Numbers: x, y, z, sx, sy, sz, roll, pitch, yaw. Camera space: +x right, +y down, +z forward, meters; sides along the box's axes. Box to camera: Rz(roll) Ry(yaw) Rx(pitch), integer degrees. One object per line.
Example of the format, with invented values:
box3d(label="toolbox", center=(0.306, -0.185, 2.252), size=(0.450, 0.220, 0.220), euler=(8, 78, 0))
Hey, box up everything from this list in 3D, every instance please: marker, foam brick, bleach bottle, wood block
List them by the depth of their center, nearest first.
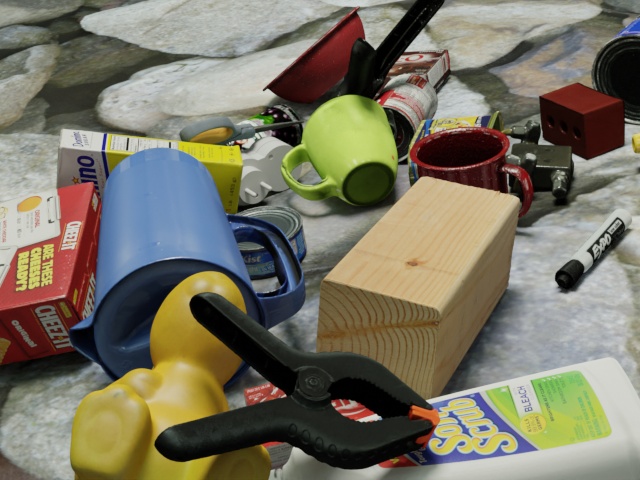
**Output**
box3d(label="bleach bottle", center=(0.082, 0.146, 0.688), size=(0.251, 0.068, 0.102), euler=(-13, 32, 3))
box3d(label="wood block", center=(0.080, 0.033, 0.827), size=(0.091, 0.090, 0.205), euler=(14, 29, 21))
box3d(label="marker", center=(0.237, 0.007, 0.928), size=(0.020, 0.020, 0.120), euler=(14, 37, 37))
box3d(label="foam brick", center=(0.276, -0.127, 1.125), size=(0.051, 0.053, 0.078), euler=(-21, 29, -18))

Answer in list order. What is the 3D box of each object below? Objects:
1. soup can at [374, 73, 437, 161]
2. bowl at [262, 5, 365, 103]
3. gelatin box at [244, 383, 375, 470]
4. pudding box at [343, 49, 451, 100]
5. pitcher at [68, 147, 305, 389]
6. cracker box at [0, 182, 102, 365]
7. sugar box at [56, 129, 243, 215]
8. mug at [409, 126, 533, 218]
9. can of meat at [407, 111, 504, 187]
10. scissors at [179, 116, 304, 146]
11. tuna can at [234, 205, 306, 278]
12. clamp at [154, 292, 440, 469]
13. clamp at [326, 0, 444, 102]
box3d(label="soup can", center=(0.088, -0.138, 1.193), size=(0.069, 0.068, 0.102), euler=(2, 30, 22))
box3d(label="bowl", center=(0.004, -0.222, 1.346), size=(0.162, 0.055, 0.162), euler=(-40, 8, 6))
box3d(label="gelatin box", center=(-0.007, 0.128, 0.781), size=(0.089, 0.030, 0.073), euler=(-14, 29, -6))
box3d(label="pudding box", center=(0.098, -0.208, 1.346), size=(0.114, 0.039, 0.090), euler=(3, 32, 25))
box3d(label="pitcher", center=(-0.119, 0.014, 0.911), size=(0.145, 0.149, 0.243), euler=(-50, 27, 17))
box3d(label="cracker box", center=(-0.305, 0.040, 0.967), size=(0.214, 0.072, 0.164), euler=(-11, 39, 8))
box3d(label="sugar box", center=(-0.169, -0.053, 1.048), size=(0.176, 0.093, 0.048), euler=(3, 32, -12))
box3d(label="mug", center=(0.145, -0.050, 0.999), size=(0.117, 0.081, 0.093), euler=(10, 35, 33))
box3d(label="can of meat", center=(0.141, -0.090, 1.100), size=(0.084, 0.057, 0.102), euler=(-2, 29, 20))
box3d(label="scissors", center=(-0.099, -0.107, 1.143), size=(0.096, 0.016, 0.201), euler=(-30, -9, 25))
box3d(label="tuna can", center=(-0.057, 0.001, 1.026), size=(0.086, 0.034, 0.086), euler=(-8, 28, 4))
box3d(label="clamp", center=(-0.014, 0.088, 0.657), size=(0.171, 0.039, 0.120), euler=(10, 52, -14))
box3d(label="clamp", center=(0.055, -0.183, 1.168), size=(0.036, 0.210, 0.164), euler=(43, 54, 7))
